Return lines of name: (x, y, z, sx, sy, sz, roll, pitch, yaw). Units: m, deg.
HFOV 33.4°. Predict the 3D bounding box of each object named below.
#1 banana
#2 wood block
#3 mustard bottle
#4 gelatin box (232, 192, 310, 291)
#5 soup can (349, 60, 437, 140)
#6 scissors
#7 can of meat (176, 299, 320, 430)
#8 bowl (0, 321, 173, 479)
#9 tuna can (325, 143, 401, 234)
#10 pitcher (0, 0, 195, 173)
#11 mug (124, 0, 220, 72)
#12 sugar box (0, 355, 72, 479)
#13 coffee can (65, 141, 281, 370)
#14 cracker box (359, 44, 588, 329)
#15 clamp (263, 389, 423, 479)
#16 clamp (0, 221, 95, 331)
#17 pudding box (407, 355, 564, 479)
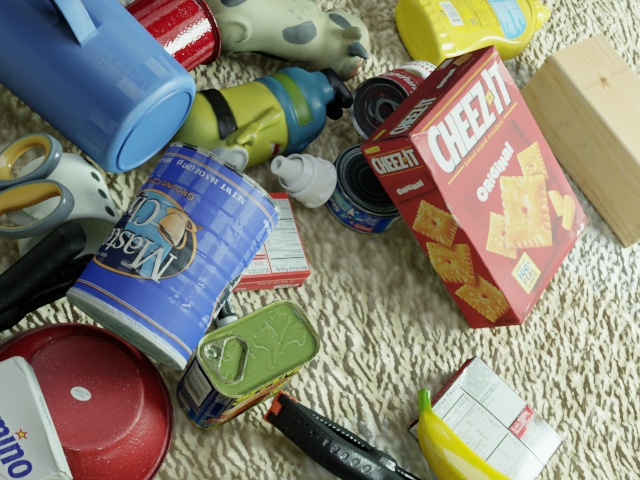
banana: (0.152, 0.200, 0.877, 0.198, 0.037, 0.069, 35, 60, 2)
wood block: (0.317, -0.109, 1.149, 0.090, 0.090, 0.206, -25, 73, -32)
mustard bottle: (0.182, -0.244, 1.193, 0.191, 0.058, 0.096, -15, 66, -29)
gelatin box: (-0.056, 0.001, 0.960, 0.073, 0.030, 0.089, -3, 62, -26)
soup can: (0.081, -0.138, 1.062, 0.068, 0.069, 0.102, 46, 33, 8)
scissors: (-0.275, -0.032, 0.819, 0.202, 0.016, 0.096, -5, 61, 20)
can of meat: (-0.061, 0.103, 0.862, 0.101, 0.084, 0.057, -25, 73, -33)
bowl: (-0.185, 0.125, 0.814, 0.162, 0.055, 0.162, 10, 57, -17)
tuna can: (0.047, -0.051, 1.033, 0.086, 0.034, 0.086, 11, 57, -17)
pitcher: (-0.224, -0.176, 0.897, 0.243, 0.145, 0.149, 42, 23, 8)
mug: (-0.161, -0.195, 0.996, 0.081, 0.093, 0.117, -42, 97, -31)
sugar box: (-0.270, 0.155, 0.731, 0.176, 0.048, 0.093, -23, 71, -9)
coffee can: (-0.109, 0.012, 0.804, 0.103, 0.103, 0.140, 33, 75, -2)
cracker box: (0.153, -0.050, 1.002, 0.164, 0.072, 0.213, -48, 114, -36)
clamp: (0.049, 0.190, 0.857, 0.210, 0.164, 0.036, 32, 89, 20)
clamp: (-0.238, 0.047, 0.819, 0.171, 0.120, 0.039, -32, 74, -1)
pudding box: (0.146, 0.171, 0.938, 0.113, 0.039, 0.089, 43, 55, 8)
